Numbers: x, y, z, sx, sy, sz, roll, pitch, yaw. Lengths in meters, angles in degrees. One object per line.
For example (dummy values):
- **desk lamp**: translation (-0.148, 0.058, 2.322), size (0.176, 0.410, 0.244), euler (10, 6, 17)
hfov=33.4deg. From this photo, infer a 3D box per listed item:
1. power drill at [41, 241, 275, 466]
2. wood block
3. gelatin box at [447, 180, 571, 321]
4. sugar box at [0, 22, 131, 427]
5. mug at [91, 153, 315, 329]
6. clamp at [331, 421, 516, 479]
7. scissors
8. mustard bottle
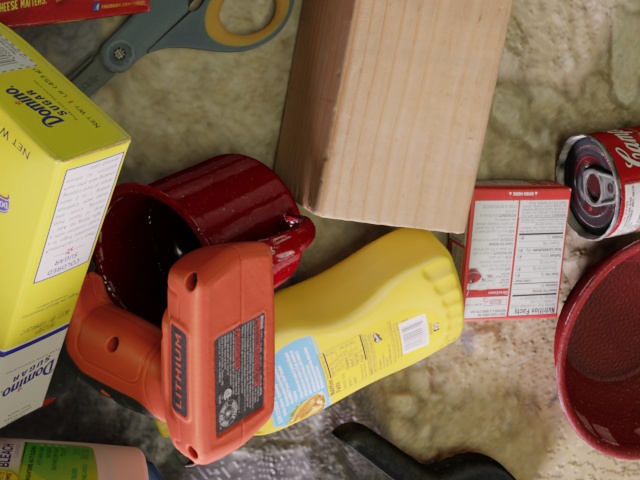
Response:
- **power drill**: translation (-0.109, 0.018, 0.526), size (0.057, 0.188, 0.184), euler (-27, 124, -47)
- **wood block**: translation (0.043, -0.117, 0.591), size (0.090, 0.091, 0.206), euler (6, 102, -21)
- **gelatin box**: translation (0.118, 0.007, 0.683), size (0.073, 0.030, 0.089), euler (-1, 104, -21)
- **sugar box**: translation (-0.151, -0.001, 0.482), size (0.048, 0.093, 0.176), euler (-25, 149, -49)
- **mug**: translation (-0.054, 0.001, 0.567), size (0.081, 0.117, 0.093), euler (-30, 108, -48)
- **clamp**: translation (0.072, 0.170, 0.704), size (0.171, 0.039, 0.120), euler (-5, 110, -25)
- **scissors**: translation (-0.091, -0.098, 0.588), size (0.096, 0.016, 0.202), euler (34, 91, -21)
- **mustard bottle**: translation (-0.010, 0.065, 0.630), size (0.191, 0.058, 0.096), euler (-26, 143, -11)
